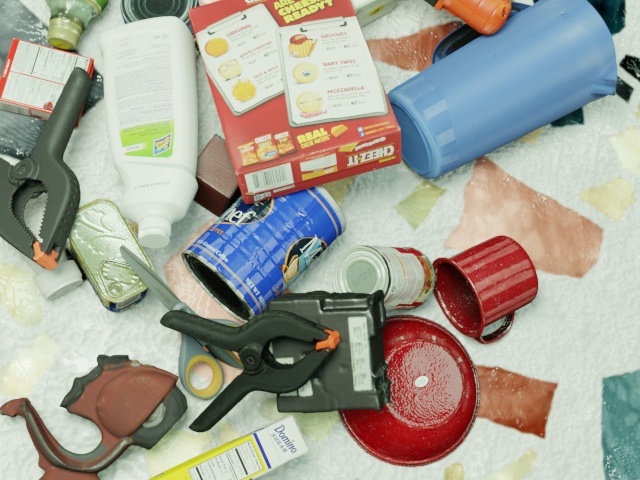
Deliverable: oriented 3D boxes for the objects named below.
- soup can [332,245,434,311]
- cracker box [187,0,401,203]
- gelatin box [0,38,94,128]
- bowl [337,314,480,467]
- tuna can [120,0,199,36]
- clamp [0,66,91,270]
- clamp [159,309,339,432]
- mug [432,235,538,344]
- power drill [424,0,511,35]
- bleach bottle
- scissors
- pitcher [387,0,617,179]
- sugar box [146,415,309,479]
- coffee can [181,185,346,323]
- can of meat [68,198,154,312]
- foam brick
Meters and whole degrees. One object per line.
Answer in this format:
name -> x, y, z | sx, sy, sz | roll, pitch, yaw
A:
soup can -> 0.065, 0.039, 1.098 | 0.069, 0.102, 0.068 | -1, 88, 32
cracker box -> -0.027, -0.155, 1.072 | 0.164, 0.072, 0.214 | -16, 61, -4
gelatin box -> -0.290, -0.165, 1.125 | 0.089, 0.030, 0.073 | 14, 73, -7
bowl -> 0.098, 0.152, 1.110 | 0.162, 0.055, 0.162 | 3, 75, -11
tuna can -> -0.173, -0.251, 1.158 | 0.086, 0.034, 0.086 | 0, 70, 0
clamp -> -0.276, -0.069, 1.042 | 0.164, 0.036, 0.210 | -30, 59, 5
clamp -> -0.065, 0.120, 1.007 | 0.172, 0.039, 0.120 | -4, 103, 16
mug -> 0.180, 0.056, 1.140 | 0.081, 0.093, 0.117 | -24, 113, -21
power drill -> 0.141, -0.316, 1.187 | 0.184, 0.057, 0.187 | 37, 38, -2
bleach bottle -> -0.173, -0.105, 1.067 | 0.103, 0.068, 0.251 | -11, 59, 12
scissors -> -0.143, 0.090, 1.047 | 0.201, 0.016, 0.096 | 34, 87, -35
pitcher -> 0.189, -0.173, 1.181 | 0.242, 0.149, 0.145 | -29, 98, -13
sugar box -> -0.104, 0.225, 1.032 | 0.176, 0.093, 0.048 | -26, 84, -17
coffee can -> -0.057, 0.001, 1.091 | 0.103, 0.103, 0.140 | 44, 72, 2
can of meat -> -0.211, 0.019, 1.066 | 0.057, 0.084, 0.102 | -30, 84, -17
foam brick -> -0.106, -0.066, 1.112 | 0.051, 0.078, 0.053 | 33, 71, 0
